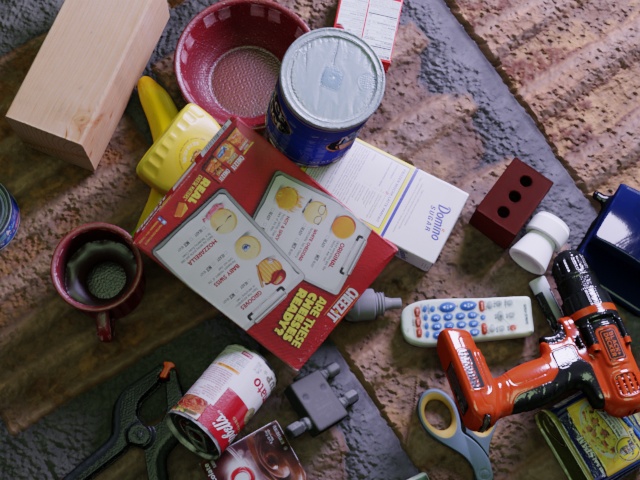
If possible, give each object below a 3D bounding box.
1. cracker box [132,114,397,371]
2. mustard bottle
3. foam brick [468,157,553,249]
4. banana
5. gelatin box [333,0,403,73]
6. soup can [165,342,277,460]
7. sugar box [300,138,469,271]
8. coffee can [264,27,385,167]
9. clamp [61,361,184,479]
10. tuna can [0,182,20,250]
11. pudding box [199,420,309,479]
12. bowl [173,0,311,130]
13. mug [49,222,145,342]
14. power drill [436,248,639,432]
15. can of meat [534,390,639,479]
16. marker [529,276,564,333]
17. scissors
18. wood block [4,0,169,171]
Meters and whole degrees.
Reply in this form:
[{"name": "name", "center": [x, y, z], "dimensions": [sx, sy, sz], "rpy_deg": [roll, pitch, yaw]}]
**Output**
[{"name": "cracker box", "center": [-0.057, 0.001, 1.084], "dimensions": [0.213, 0.072, 0.164], "rpy_deg": [39, 93, -13]}, {"name": "mustard bottle", "center": [-0.095, -0.051, 1.138], "dimensions": [0.191, 0.058, 0.096], "rpy_deg": [39, 75, -12]}, {"name": "foam brick", "center": [0.207, -0.040, 1.165], "dimensions": [0.053, 0.051, 0.078], "rpy_deg": [35, 76, 8]}, {"name": "banana", "center": [-0.177, -0.088, 1.172], "dimensions": [0.069, 0.037, 0.198], "rpy_deg": [5, 74, -3]}, {"name": "gelatin box", "center": [0.051, -0.243, 1.227], "dimensions": [0.073, 0.030, 0.089], "rpy_deg": [12, 75, 0]}, {"name": "soup can", "center": [-0.098, 0.161, 1.076], "dimensions": [0.068, 0.069, 0.102], "rpy_deg": [36, 57, 8]}, {"name": "sugar box", "center": [0.062, -0.047, 1.165], "dimensions": [0.176, 0.048, 0.093], "rpy_deg": [29, 75, 3]}, {"name": "coffee can", "center": [0.001, -0.142, 1.085], "dimensions": [0.102, 0.140, 0.103], "rpy_deg": [2, 79, -9]}, {"name": "clamp", "center": [-0.193, 0.205, 1.090], "dimensions": [0.120, 0.039, 0.171], "rpy_deg": [12, 68, -3]}, {"name": "tuna can", "center": [-0.370, -0.028, 1.150], "dimensions": [0.086, 0.034, 0.086], "rpy_deg": [0, 74, -2]}, {"name": "pudding box", "center": [-0.057, 0.253, 1.080], "dimensions": [0.090, 0.039, 0.113], "rpy_deg": [-28, 77, -9]}, {"name": "bowl", "center": [-0.081, -0.188, 1.194], "dimensions": [0.162, 0.055, 0.162], "rpy_deg": [0, 74, -2]}, {"name": "mug", "center": [-0.225, 0.049, 1.109], "dimensions": [0.093, 0.081, 0.117], "rpy_deg": [-9, 75, -5]}, {"name": "power drill", "center": [0.217, 0.106, 1.079], "dimensions": [0.187, 0.057, 0.184], "rpy_deg": [-14, 62, -7]}, {"name": "can of meat", "center": [0.284, 0.201, 1.098], "dimensions": [0.084, 0.057, 0.102], "rpy_deg": [-27, 77, -11]}, {"name": "marker", "center": [0.259, 0.096, 1.145], "dimensions": [0.020, 0.020, 0.121], "rpy_deg": [-22, 76, -8]}, {"name": "scissors", "center": [0.149, 0.235, 1.105], "dimensions": [0.096, 0.016, 0.202], "rpy_deg": [1, 74, 0]}, {"name": "wood block", "center": [-0.251, -0.194, 1.172], "dimensions": [0.091, 0.090, 0.206], "rpy_deg": [21, 75, 4]}]
